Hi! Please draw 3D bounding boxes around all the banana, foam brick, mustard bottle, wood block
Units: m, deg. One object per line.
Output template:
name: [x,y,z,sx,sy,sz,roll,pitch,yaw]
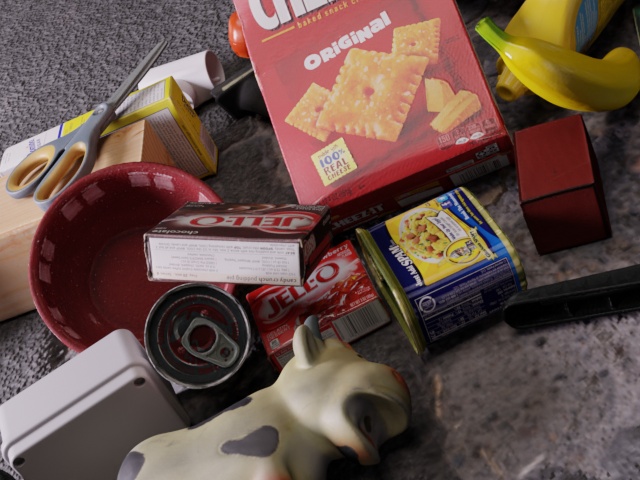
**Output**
banana: [0.187,-0.120,0.751,0.037,0.197,0.070,-36,67,36]
foam brick: [0.165,-0.040,0.735,0.051,0.053,0.078,-15,40,19]
mustard bottle: [0.193,-0.178,0.836,0.058,0.096,0.191,29,64,20]
wood block: [-0.224,-0.012,0.929,0.206,0.090,0.091,-20,39,12]

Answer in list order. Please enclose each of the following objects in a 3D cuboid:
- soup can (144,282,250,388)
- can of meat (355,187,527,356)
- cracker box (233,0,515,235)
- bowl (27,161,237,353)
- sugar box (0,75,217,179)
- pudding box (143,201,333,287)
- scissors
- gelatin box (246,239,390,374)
soup can: [-0.083,0.066,0.730,0.068,0.068,0.102,-36,-2,-8]
can of meat: [0.081,0.017,0.721,0.084,0.057,0.102,-25,38,-2]
cracker box: [0.038,-0.132,0.827,0.164,0.072,0.214,-22,72,11]
bowl: [-0.140,0.023,0.827,0.162,0.055,0.162,0,72,0]
sugar box: [-0.191,-0.073,0.972,0.176,0.093,0.048,-19,38,13]
pudding box: [-0.055,0.001,0.748,0.113,0.039,0.090,0,15,13]
scissors: [-0.205,-0.100,0.923,0.096,0.016,0.201,-6,46,30]
gelatin box: [-0.003,0.048,0.765,0.089,0.030,0.073,-28,37,2]
